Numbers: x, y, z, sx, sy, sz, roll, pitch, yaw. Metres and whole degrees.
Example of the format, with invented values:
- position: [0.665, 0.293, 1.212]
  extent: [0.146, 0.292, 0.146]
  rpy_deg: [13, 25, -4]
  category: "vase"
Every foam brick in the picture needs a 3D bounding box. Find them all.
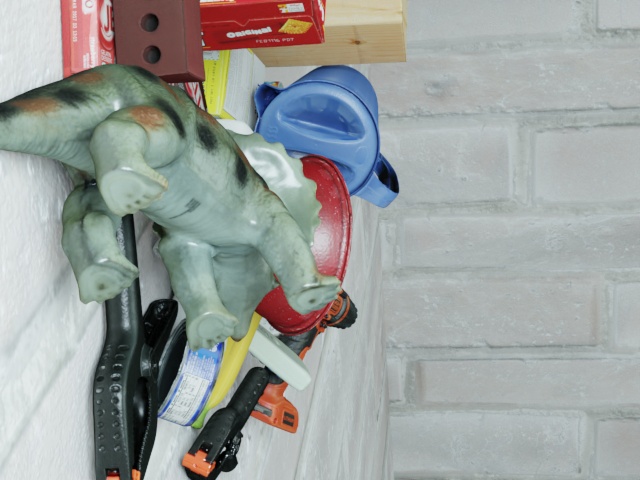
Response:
- position: [-0.114, -0.151, 0.755]
  extent: [0.051, 0.053, 0.078]
  rpy_deg: [-29, 115, -81]
  category: "foam brick"

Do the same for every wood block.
- position: [-0.009, -0.253, 1.186]
  extent: [0.091, 0.206, 0.090]
  rpy_deg: [70, 21, -68]
  category: "wood block"

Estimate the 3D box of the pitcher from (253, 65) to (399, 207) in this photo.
- position: [0.015, -0.125, 1.213]
  extent: [0.242, 0.145, 0.149]
  rpy_deg: [-70, 155, -72]
  category: "pitcher"

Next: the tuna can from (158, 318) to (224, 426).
- position: [-0.111, 0.110, 0.885]
  extent: [0.086, 0.033, 0.086]
  rpy_deg: [-56, -160, 33]
  category: "tuna can"

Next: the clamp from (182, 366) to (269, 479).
- position: [-0.092, 0.187, 1.059]
  extent: [0.171, 0.039, 0.120]
  rpy_deg: [5, 101, -83]
  category: "clamp"

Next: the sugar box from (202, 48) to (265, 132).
- position: [-0.098, -0.159, 1.107]
  extent: [0.176, 0.048, 0.093]
  rpy_deg: [37, 58, -82]
  category: "sugar box"

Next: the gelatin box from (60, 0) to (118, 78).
- position: [-0.156, -0.146, 0.761]
  extent: [0.089, 0.030, 0.073]
  rpy_deg: [3, 86, -82]
  category: "gelatin box"

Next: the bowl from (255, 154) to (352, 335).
- position: [-0.039, 0.000, 0.928]
  extent: [0.162, 0.055, 0.162]
  rpy_deg: [-23, -117, 54]
  category: "bowl"

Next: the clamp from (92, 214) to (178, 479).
- position: [-0.141, 0.095, 0.814]
  extent: [0.164, 0.036, 0.210]
  rpy_deg: [72, 15, -63]
  category: "clamp"

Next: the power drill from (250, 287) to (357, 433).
- position: [-0.023, 0.134, 1.283]
  extent: [0.187, 0.057, 0.184]
  rpy_deg: [-67, 155, -8]
  category: "power drill"

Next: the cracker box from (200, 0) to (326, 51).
- position: [-0.075, -0.259, 0.871]
  extent: [0.072, 0.164, 0.213]
  rpy_deg: [67, 23, -63]
  category: "cracker box"
